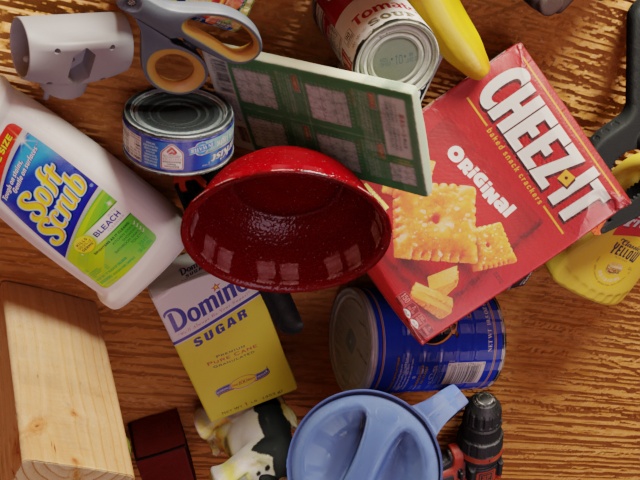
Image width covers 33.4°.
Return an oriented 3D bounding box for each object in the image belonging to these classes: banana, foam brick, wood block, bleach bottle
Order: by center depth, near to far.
[{"bbox_3d":[0.085,-0.210,0.804,0.037,0.070,0.198,-41,135,-29],"label":"banana"},{"bbox_3d":[-0.221,-0.048,0.817,0.103,0.068,0.250,-42,127,13],"label":"bleach bottle"},{"bbox_3d":[-0.224,0.138,0.866,0.090,0.206,0.091,17,118,-31],"label":"wood block"},{"bbox_3d":[-0.154,0.216,1.057,0.051,0.053,0.078,-16,131,-9],"label":"foam brick"}]

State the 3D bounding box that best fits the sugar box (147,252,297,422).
[{"bbox_3d":[-0.089,0.084,0.982,0.093,0.048,0.176,-22,132,-4],"label":"sugar box"}]

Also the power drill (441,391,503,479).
[{"bbox_3d":[0.115,0.254,1.187,0.187,0.057,0.184,-13,130,-12],"label":"power drill"}]

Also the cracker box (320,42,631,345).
[{"bbox_3d":[0.123,-0.038,0.899,0.214,0.072,0.164,-35,93,9],"label":"cracker box"}]

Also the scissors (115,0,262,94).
[{"bbox_3d":[-0.133,-0.150,0.727,0.201,0.016,0.096,14,138,-37],"label":"scissors"}]

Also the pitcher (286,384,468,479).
[{"bbox_3d":[0.062,0.207,1.011,0.149,0.145,0.242,4,171,9],"label":"pitcher"}]

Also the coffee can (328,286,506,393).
[{"bbox_3d":[0.091,0.094,1.022,0.140,0.103,0.103,0,126,-21],"label":"coffee can"}]

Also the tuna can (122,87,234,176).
[{"bbox_3d":[-0.108,-0.085,0.814,0.086,0.086,0.034,-6,127,-17],"label":"tuna can"}]

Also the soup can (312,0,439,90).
[{"bbox_3d":[0.040,-0.157,0.803,0.068,0.102,0.068,-10,129,-13],"label":"soup can"}]

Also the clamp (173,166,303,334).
[{"bbox_3d":[-0.056,0.001,0.900,0.171,0.120,0.039,28,151,-32],"label":"clamp"}]

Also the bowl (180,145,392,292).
[{"bbox_3d":[-0.026,-0.024,0.826,0.162,0.055,0.162,0,145,0],"label":"bowl"}]
